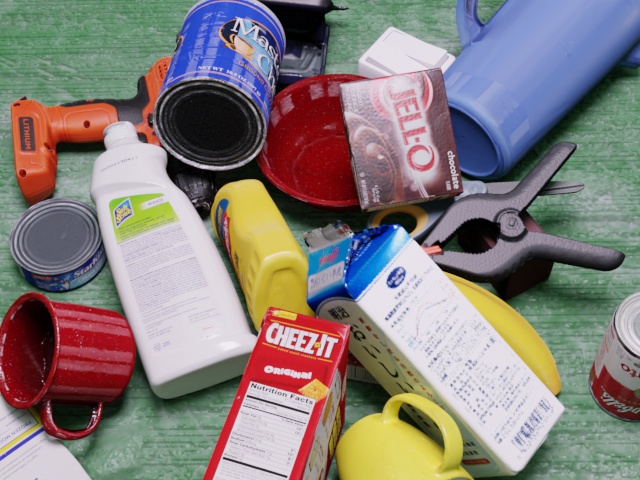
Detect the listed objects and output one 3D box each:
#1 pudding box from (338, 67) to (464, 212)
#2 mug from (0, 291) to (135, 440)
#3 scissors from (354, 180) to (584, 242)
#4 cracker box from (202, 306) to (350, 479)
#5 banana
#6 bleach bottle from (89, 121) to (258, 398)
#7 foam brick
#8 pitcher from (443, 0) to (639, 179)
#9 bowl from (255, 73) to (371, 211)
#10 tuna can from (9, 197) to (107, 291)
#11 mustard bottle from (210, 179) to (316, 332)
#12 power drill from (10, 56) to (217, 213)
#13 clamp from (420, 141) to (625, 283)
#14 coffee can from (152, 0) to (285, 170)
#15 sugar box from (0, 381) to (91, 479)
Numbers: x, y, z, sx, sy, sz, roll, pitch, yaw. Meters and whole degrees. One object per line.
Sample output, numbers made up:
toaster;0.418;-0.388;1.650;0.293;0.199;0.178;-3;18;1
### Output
pudding box;0.068;-0.087;0.921;0.090;0.039;0.113;-10;88;-2
mug;-0.203;0.104;0.864;0.093;0.081;0.117;-28;63;37
scissors;0.126;-0.027;0.941;0.202;0.016;0.096;11;65;7
cracker box;-0.041;0.181;0.777;0.072;0.164;0.213;14;57;9
banana;0.118;0.067;0.895;0.198;0.070;0.037;21;24;3
bleach bottle;-0.135;0.005;0.931;0.102;0.068;0.251;-19;68;-6
foam brick;0.167;0.004;0.960;0.051;0.053;0.078;-26;57;-15
pitcher;0.200;-0.182;1.039;0.149;0.145;0.242;30;64;32
bowl;0.017;-0.083;1.023;0.162;0.055;0.162;-1;55;1
tuna can;-0.240;0.004;0.984;0.086;0.034;0.086;-1;55;1
mustard bottle;-0.057;0.001;0.935;0.058;0.096;0.192;-14;35;-11
power drill;-0.199;-0.089;1.036;0.187;0.057;0.184;-11;56;-8
clamp;0.169;-0.003;0.907;0.171;0.039;0.120;-27;66;-4
coffee can;-0.091;-0.148;0.987;0.103;0.103;0.140;4;44;4
sugar box;-0.268;0.168;0.866;0.093;0.048;0.176;-35;65;-22
